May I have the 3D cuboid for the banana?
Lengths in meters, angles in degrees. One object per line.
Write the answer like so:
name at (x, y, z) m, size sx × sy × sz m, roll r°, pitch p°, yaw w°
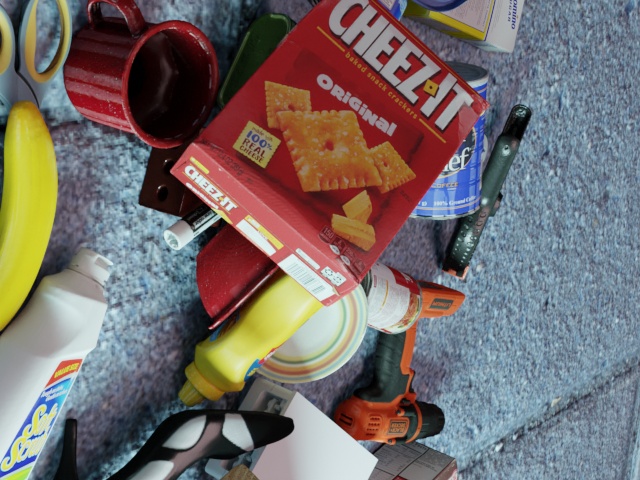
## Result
banana at (-0.225, 0.000, 0.757) m, size 0.069 × 0.037 × 0.198 m, roll 19°, pitch 96°, yaw -58°

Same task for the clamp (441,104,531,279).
clamp at (0.191, -0.054, 1.224) m, size 0.164 × 0.036 × 0.210 m, roll -52°, pitch 164°, yaw -59°

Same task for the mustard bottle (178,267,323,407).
mustard bottle at (-0.055, 0.078, 0.956) m, size 0.192 × 0.058 × 0.096 m, roll -44°, pitch -179°, yaw 6°

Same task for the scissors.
scissors at (-0.224, -0.086, 0.756) m, size 0.096 × 0.016 × 0.202 m, roll 5°, pitch 103°, yaw -47°

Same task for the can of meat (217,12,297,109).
can of meat at (-0.033, -0.137, 0.935) m, size 0.083 × 0.058 × 0.102 m, roll 32°, pitch 79°, yaw -48°

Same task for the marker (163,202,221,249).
marker at (-0.078, -0.032, 0.864) m, size 0.120 × 0.020 × 0.020 m, roll -40°, pitch 131°, yaw -35°

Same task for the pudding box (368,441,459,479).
pudding box at (0.090, 0.276, 1.217) m, size 0.113 × 0.090 × 0.039 m, roll -32°, pitch 125°, yaw -39°

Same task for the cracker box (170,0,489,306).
cracker box at (0.013, -0.082, 0.842) m, size 0.164 × 0.072 × 0.213 m, roll 41°, pitch 63°, yaw -7°

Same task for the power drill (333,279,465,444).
power drill at (0.103, 0.140, 1.206) m, size 0.184 × 0.057 × 0.188 m, roll 11°, pitch 95°, yaw -52°

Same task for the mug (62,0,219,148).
mug at (-0.140, -0.131, 0.787) m, size 0.093 × 0.082 × 0.117 m, roll -46°, pitch 135°, yaw -29°

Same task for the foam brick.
foam brick at (-0.108, -0.056, 0.879) m, size 0.051 × 0.053 × 0.078 m, roll 10°, pitch 95°, yaw -52°

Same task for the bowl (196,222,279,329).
bowl at (-0.056, 0.001, 0.921) m, size 0.055 × 0.162 × 0.162 m, roll 46°, pitch 61°, yaw -3°

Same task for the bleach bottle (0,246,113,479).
bleach bottle at (-0.226, 0.118, 0.782) m, size 0.250 × 0.068 × 0.102 m, roll -64°, pitch 168°, yaw -13°

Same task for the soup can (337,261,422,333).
soup can at (0.051, 0.054, 1.102) m, size 0.102 × 0.069 × 0.068 m, roll 23°, pitch 86°, yaw -51°

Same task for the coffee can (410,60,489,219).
coffee can at (0.117, -0.104, 1.091) m, size 0.102 × 0.103 × 0.140 m, roll -23°, pitch 121°, yaw -44°

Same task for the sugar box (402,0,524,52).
sugar box at (0.154, -0.261, 1.122) m, size 0.175 × 0.048 × 0.093 m, roll 7°, pitch 96°, yaw -54°
